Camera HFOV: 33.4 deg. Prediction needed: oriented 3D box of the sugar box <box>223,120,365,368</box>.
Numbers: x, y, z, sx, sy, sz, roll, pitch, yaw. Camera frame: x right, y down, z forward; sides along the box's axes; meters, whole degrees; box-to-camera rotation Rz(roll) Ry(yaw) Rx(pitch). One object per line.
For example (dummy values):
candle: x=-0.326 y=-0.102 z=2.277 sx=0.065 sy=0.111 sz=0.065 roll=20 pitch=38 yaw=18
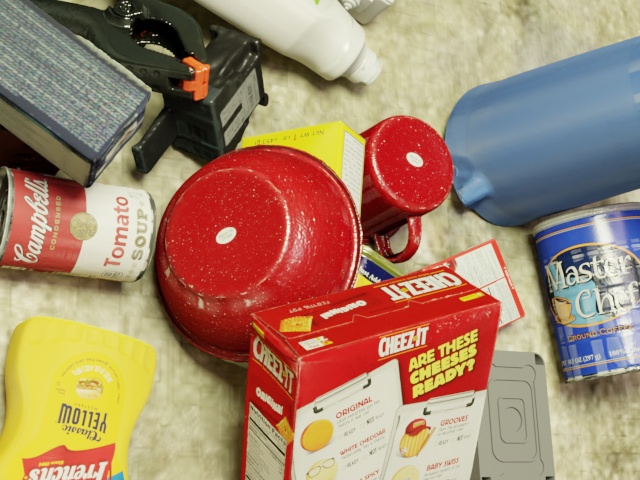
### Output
sugar box: x=-0.020 y=0.004 z=0.794 sx=0.048 sy=0.093 sz=0.176 roll=34 pitch=55 yaw=-52

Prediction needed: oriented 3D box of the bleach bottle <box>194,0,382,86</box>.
bleach bottle: x=-0.047 y=-0.194 z=0.832 sx=0.250 sy=0.068 sz=0.102 roll=33 pitch=29 yaw=-30

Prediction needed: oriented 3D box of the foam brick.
foam brick: x=-0.198 y=-0.080 z=0.730 sx=0.052 sy=0.078 sz=0.051 roll=10 pitch=71 yaw=-25

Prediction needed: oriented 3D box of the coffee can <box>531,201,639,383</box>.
coffee can: x=0.250 y=0.047 z=0.931 sx=0.102 sy=0.103 sz=0.140 roll=-4 pitch=78 yaw=-30

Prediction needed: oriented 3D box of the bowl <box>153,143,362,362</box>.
bowl: x=-0.055 y=0.001 z=0.742 sx=0.055 sy=0.162 sz=0.162 roll=37 pitch=49 yaw=-65

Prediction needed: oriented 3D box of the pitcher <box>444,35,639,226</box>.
pitcher: x=0.231 y=-0.100 z=0.880 sx=0.144 sy=0.243 sz=0.149 roll=14 pitch=75 yaw=-29

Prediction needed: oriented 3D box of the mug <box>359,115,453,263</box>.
mug: x=0.055 y=-0.040 z=0.859 sx=0.093 sy=0.082 sz=0.117 roll=-2 pitch=77 yaw=-30

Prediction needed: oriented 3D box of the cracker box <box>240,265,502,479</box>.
cracker box: x=0.029 y=0.137 z=0.736 sx=0.163 sy=0.072 sz=0.214 roll=-12 pitch=120 yaw=-31

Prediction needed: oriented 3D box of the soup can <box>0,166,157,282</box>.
soup can: x=-0.171 y=-0.009 z=0.731 sx=0.102 sy=0.069 sz=0.068 roll=9 pitch=72 yaw=-28

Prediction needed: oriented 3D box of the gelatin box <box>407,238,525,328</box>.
gelatin box: x=0.122 y=0.047 z=0.903 sx=0.089 sy=0.030 sz=0.073 roll=-21 pitch=88 yaw=-32

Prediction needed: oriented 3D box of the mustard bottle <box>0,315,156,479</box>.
mustard bottle: x=-0.169 y=0.151 z=0.691 sx=0.096 sy=0.058 sz=0.191 roll=20 pitch=67 yaw=-29

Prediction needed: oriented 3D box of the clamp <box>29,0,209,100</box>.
clamp: x=-0.151 y=-0.153 z=0.767 sx=0.120 sy=0.039 sz=0.172 roll=-32 pitch=58 yaw=-23
